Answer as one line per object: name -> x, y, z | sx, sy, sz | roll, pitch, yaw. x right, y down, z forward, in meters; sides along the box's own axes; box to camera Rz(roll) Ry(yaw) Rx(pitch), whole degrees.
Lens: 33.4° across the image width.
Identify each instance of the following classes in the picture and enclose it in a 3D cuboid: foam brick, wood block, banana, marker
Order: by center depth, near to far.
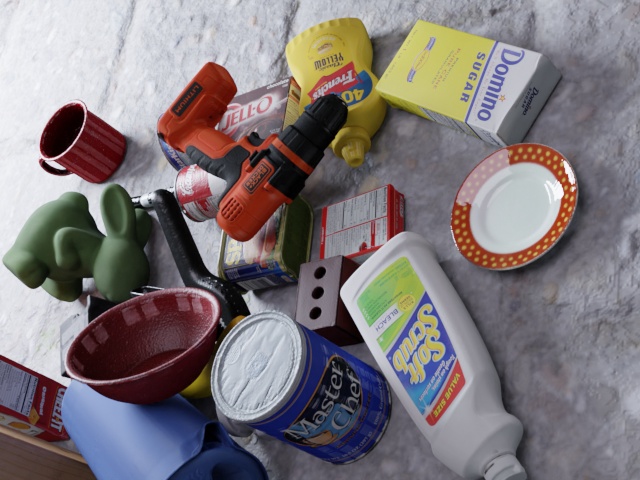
foam brick -> 0.012, 0.061, 1.056 | 0.053, 0.051, 0.078 | -14, 57, 34
banana -> -0.123, 0.129, 1.111 | 0.198, 0.037, 0.069 | -22, 94, 51
wood block -> -0.324, 0.248, 1.119 | 0.091, 0.205, 0.090 | 13, 75, 44
marker -> -0.196, -0.055, 1.326 | 0.121, 0.020, 0.020 | -12, 58, 35

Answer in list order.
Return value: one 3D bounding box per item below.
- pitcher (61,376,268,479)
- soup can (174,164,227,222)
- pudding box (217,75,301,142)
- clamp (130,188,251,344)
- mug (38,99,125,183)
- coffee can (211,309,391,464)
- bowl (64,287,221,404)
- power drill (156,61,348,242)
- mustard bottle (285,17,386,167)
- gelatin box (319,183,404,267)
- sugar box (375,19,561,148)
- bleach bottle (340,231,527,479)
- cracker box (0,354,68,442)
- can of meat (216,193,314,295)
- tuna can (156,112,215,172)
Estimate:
pitcher -> -0.169, 0.222, 1.072 | 0.149, 0.145, 0.243 | -45, 39, -11
soup can -> -0.108, -0.064, 1.221 | 0.102, 0.068, 0.068 | -14, 57, 34
pudding box -> -0.072, -0.134, 1.253 | 0.114, 0.039, 0.090 | -13, 57, 34
clamp -> -0.129, 0.053, 1.136 | 0.210, 0.036, 0.165 | 38, 134, 30
mug -> -0.325, -0.122, 1.431 | 0.117, 0.081, 0.093 | -33, 48, 21
coffee can -> -0.016, 0.136, 0.971 | 0.103, 0.140, 0.103 | -21, 53, 30
bowl -> -0.165, 0.111, 1.048 | 0.162, 0.055, 0.162 | -15, 27, 8
power drill -> -0.078, -0.114, 1.140 | 0.184, 0.057, 0.188 | -49, 54, 3
mustard bottle -> 0.022, -0.157, 1.171 | 0.096, 0.058, 0.191 | -18, 54, 9
gelatin box -> 0.043, -0.009, 1.088 | 0.089, 0.030, 0.073 | -18, 53, 32
sugar box -> 0.146, -0.160, 1.079 | 0.176, 0.048, 0.093 | 27, 84, 47
bleach bottle -> 0.110, 0.110, 0.938 | 0.103, 0.068, 0.251 | -43, 47, 13
cracker box -> -0.417, 0.174, 1.238 | 0.164, 0.213, 0.072 | -13, 56, 34
can of meat -> -0.058, 0.001, 1.149 | 0.084, 0.057, 0.102 | -13, 58, 32
tuna can -> -0.157, -0.121, 1.285 | 0.034, 0.086, 0.086 | -23, 52, 26
